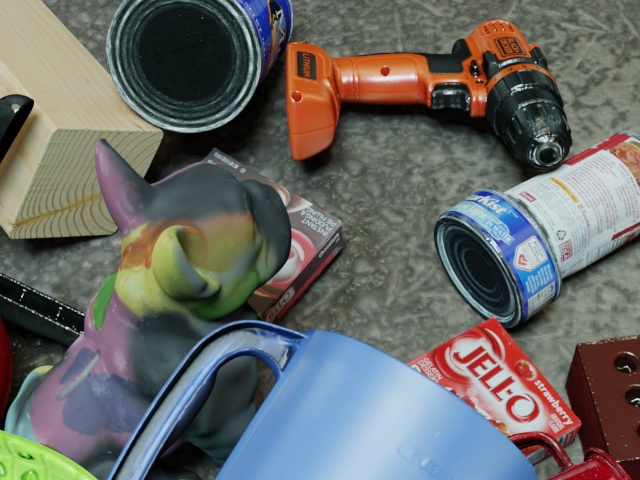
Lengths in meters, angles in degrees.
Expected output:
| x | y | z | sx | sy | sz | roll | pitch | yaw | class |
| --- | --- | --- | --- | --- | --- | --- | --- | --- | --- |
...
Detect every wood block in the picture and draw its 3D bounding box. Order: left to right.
| x | y | z | sx | sy | sz | roll | pitch | yaw | class |
| --- | --- | --- | --- | --- | --- | --- | --- | --- | --- |
| -0.214 | -0.100 | 0.745 | 0.090 | 0.090 | 0.206 | -4 | 42 | -50 | wood block |

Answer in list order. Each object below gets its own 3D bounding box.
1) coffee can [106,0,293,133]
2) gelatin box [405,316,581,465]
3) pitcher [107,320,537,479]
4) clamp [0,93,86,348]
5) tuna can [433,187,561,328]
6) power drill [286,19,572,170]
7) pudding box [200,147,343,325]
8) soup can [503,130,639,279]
| x | y | z | sx | sy | sz | roll | pitch | yaw | class |
| --- | --- | --- | --- | --- | --- | --- | --- | --- | --- |
| -0.079 | -0.144 | 0.746 | 0.103 | 0.103 | 0.140 | 5 | 23 | 6 | coffee can |
| 0.099 | 0.098 | 0.642 | 0.073 | 0.030 | 0.089 | -26 | 57 | -16 | gelatin box |
| -0.026 | 0.164 | 0.481 | 0.149 | 0.145 | 0.242 | 20 | 66 | 42 | pitcher |
| -0.240 | -0.002 | 0.672 | 0.210 | 0.164 | 0.036 | -5 | 15 | 18 | clamp |
| 0.109 | 0.012 | 0.670 | 0.033 | 0.086 | 0.086 | -32 | 59 | -18 | tuna can |
| 0.070 | -0.097 | 0.744 | 0.187 | 0.057 | 0.184 | -3 | 31 | -1 | power drill |
| -0.055 | 0.001 | 0.714 | 0.114 | 0.039 | 0.090 | 30 | 61 | 22 | pudding box |
| 0.172 | -0.021 | 0.702 | 0.102 | 0.068 | 0.068 | -27 | 57 | -16 | soup can |
